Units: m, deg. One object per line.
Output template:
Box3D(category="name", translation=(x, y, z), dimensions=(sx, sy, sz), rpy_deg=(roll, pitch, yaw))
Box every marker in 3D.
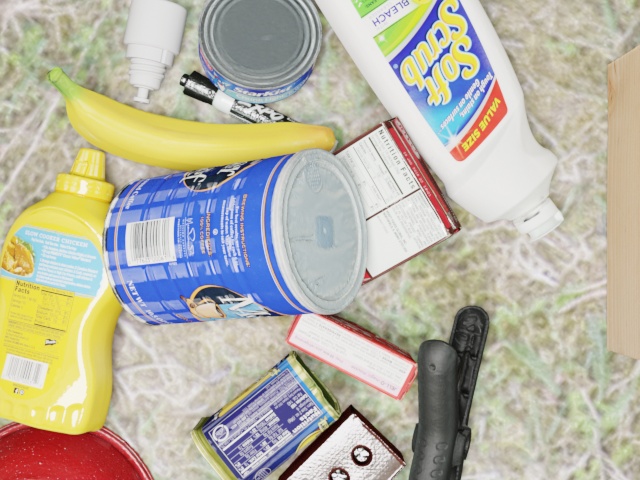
Box3D(category="marker", translation=(-0.045, -0.089, 0.761), dimensions=(0.121, 0.020, 0.020), rpy_deg=(26, 90, 1))

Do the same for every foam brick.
Box3D(category="foam brick", translation=(0.013, 0.161, 0.741), dimensions=(0.053, 0.051, 0.078), rpy_deg=(44, 90, 1))

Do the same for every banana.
Box3D(category="banana", translation=(-0.090, -0.072, 0.738), dimensions=(0.197, 0.070, 0.037), rpy_deg=(11, 70, -2))

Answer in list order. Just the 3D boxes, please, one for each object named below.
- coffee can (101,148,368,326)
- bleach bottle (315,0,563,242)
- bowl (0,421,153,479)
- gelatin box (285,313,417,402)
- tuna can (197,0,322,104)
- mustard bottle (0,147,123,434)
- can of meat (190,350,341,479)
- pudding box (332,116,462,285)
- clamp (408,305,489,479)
Box3D(category="coffee can", translation=(-0.055, 0.001, 0.690), dimensions=(0.141, 0.102, 0.103), rpy_deg=(-7, 89, 32))
Box3D(category="bleach bottle", translation=(0.092, -0.114, 0.740), dimensions=(0.102, 0.068, 0.251), rpy_deg=(-35, 91, 0))
Box3D(category="bowl", translation=(-0.192, 0.205, 0.742), dimensions=(0.162, 0.055, 0.162), rpy_deg=(0, 90, 1))
Box3D(category="gelatin box", translation=(0.021, 0.074, 0.731), dimensions=(0.089, 0.073, 0.030), rpy_deg=(26, 90, 1))
Box3D(category="tuna can", translation=(-0.043, -0.139, 0.745), dimensions=(0.086, 0.034, 0.086), rpy_deg=(1, 76, -6))
Box3D(category="mustard bottle", translation=(-0.178, 0.031, 0.740), dimensions=(0.096, 0.058, 0.191), rpy_deg=(11, 89, 20))
Box3D(category="can of meat", translation=(-0.034, 0.120, 0.718), dimensions=(0.084, 0.102, 0.057), rpy_deg=(-39, 88, -2))
Box3D(category="pudding box", translation=(0.026, -0.018, 0.731), dimensions=(0.114, 0.039, 0.090), rpy_deg=(-30, 88, 22))
Box3D(category="clamp", translation=(0.079, 0.130, 0.713), dimensions=(0.039, 0.120, 0.171), rpy_deg=(8, 92, 25))
